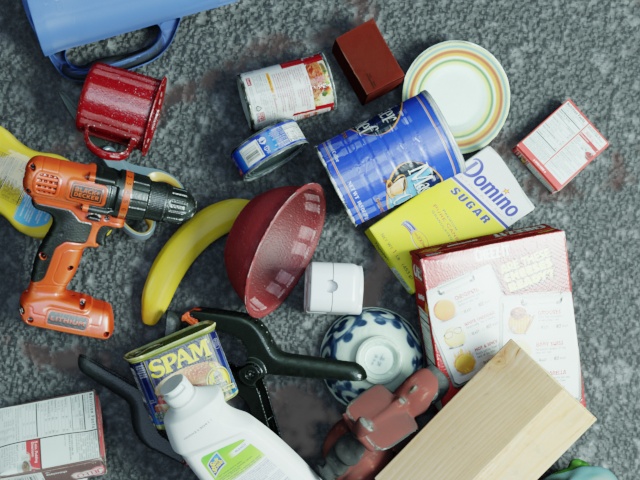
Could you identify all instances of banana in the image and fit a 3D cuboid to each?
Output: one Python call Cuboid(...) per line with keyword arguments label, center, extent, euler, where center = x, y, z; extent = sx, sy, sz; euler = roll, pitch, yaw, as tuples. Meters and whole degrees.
Cuboid(label="banana", center=(-0.138, 0.011, 1.210), extent=(0.197, 0.037, 0.069), euler=(-39, 89, -7))

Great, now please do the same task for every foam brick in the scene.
Cuboid(label="foam brick", center=(0.055, -0.207, 1.243), extent=(0.053, 0.051, 0.078), euler=(-28, 87, -6))

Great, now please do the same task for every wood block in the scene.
Cuboid(label="wood block", center=(0.170, 0.217, 1.106), extent=(0.206, 0.091, 0.090), euler=(-47, 134, 5))

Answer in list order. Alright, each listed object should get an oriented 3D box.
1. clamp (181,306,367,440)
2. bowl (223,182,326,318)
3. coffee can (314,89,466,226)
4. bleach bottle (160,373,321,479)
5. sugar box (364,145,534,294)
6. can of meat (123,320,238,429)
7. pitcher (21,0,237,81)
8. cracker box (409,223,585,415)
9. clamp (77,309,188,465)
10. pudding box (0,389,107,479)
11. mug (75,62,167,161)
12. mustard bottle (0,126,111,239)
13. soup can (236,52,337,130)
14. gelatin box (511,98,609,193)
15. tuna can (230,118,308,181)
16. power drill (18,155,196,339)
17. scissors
Cuboid(label="clamp", center=(-0.073, 0.154, 1.188), extent=(0.210, 0.036, 0.165), euler=(32, 106, 9))
Cuboid(label="bowl", center=(-0.058, 0.001, 1.169), extent=(0.055, 0.162, 0.162), euler=(26, 82, 19))
Cuboid(label="coffee can", center=(0.078, -0.092, 1.195), extent=(0.140, 0.103, 0.103), euler=(-27, 87, 3))
Cuboid(label="bleach bottle", center=(-0.077, 0.230, 1.125), extent=(0.102, 0.068, 0.250), euler=(-38, 115, -5))
Cuboid(label="sugar box", center=(0.149, -0.024, 1.234), extent=(0.176, 0.048, 0.093), euler=(-35, 89, -6))
Cuboid(label="can of meat", center=(-0.148, 0.144, 1.144), extent=(0.102, 0.058, 0.084), euler=(-22, 98, -19))
Cuboid(label="pitcher", center=(-0.213, -0.287, 1.199), extent=(0.242, 0.149, 0.145), euler=(-14, 70, -10))
Cuboid(label="cracker box", center=(0.197, 0.102, 1.188), extent=(0.164, 0.072, 0.214), euler=(-11, 100, -7))
Cuboid(label="clamp", center=(-0.191, 0.174, 1.182), extent=(0.120, 0.039, 0.171), euler=(-18, 91, 0))
Cuboid(label="pudding box", center=(-0.291, 0.217, 1.155), extent=(0.113, 0.039, 0.090), euler=(-9, 50, -7))
Cuboid(label="mug", center=(-0.225, -0.139, 1.184), extent=(0.081, 0.093, 0.117), euler=(16, 62, -5))
Cuboid(label="mustard bottle", center=(-0.319, -0.056, 1.191), extent=(0.191, 0.058, 0.096), euler=(27, 84, -1))
Cuboid(label="soup can", center=(-0.039, -0.170, 1.223), extent=(0.102, 0.068, 0.068), euler=(-15, 85, -6))
Cuboid(label="gelatin box", center=(0.284, -0.111, 1.263), extent=(0.089, 0.030, 0.073), euler=(-42, 87, -8))
Cuboid(label="tuna can", center=(-0.058, -0.102, 1.205), extent=(0.086, 0.086, 0.034), euler=(-30, 86, -7))
Cuboid(label="power drill", center=(-0.241, 0.009, 1.156), extent=(0.184, 0.057, 0.188), euler=(13, 106, -14))
Cuboid(label="scissors", center=(-0.222, -0.095, 1.223), extent=(0.096, 0.016, 0.202), euler=(-17, 74, -23))
